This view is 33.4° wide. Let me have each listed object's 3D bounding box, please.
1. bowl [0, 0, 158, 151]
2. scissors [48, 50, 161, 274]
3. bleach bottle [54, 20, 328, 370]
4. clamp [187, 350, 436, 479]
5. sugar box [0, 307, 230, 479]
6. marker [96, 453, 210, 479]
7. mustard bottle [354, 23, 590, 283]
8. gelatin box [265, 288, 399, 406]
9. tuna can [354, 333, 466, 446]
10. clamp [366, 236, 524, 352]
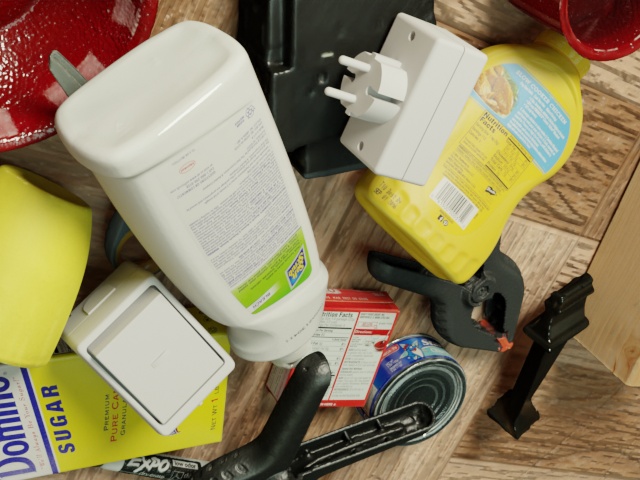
[{"bbox_3d":[-0.162,-0.120,0.518,0.162,0.055,0.162,-24,144,-19],"label":"bowl"},{"bbox_3d":[-0.117,-0.030,0.609,0.096,0.016,0.201,-41,146,11],"label":"scissors"},{"bbox_3d":[-0.054,0.001,0.613,0.102,0.068,0.251,-40,141,-17],"label":"bleach bottle"},{"bbox_3d":[-0.023,0.161,0.764,0.210,0.036,0.164,-43,141,20],"label":"clamp"},{"bbox_3d":[-0.148,0.099,0.685,0.176,0.048,0.093,-9,121,-27],"label":"sugar box"},{"bbox_3d":[-0.126,0.157,0.752,0.120,0.020,0.020,20,108,-36],"label":"marker"},{"bbox_3d":[0.116,-0.071,0.705,0.096,0.058,0.191,43,83,-15],"label":"mustard bottle"},{"bbox_3d":[0.008,0.077,0.770,0.073,0.030,0.089,4,117,-30],"label":"gelatin box"},{"bbox_3d":[0.070,0.117,0.827,0.086,0.034,0.086,-14,125,-21],"label":"tuna can"},{"bbox_3d":[0.099,0.032,0.786,0.120,0.039,0.171,-28,129,-8],"label":"clamp"}]
